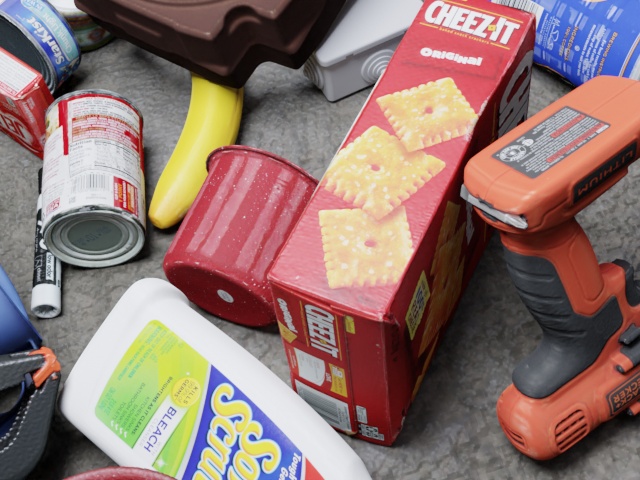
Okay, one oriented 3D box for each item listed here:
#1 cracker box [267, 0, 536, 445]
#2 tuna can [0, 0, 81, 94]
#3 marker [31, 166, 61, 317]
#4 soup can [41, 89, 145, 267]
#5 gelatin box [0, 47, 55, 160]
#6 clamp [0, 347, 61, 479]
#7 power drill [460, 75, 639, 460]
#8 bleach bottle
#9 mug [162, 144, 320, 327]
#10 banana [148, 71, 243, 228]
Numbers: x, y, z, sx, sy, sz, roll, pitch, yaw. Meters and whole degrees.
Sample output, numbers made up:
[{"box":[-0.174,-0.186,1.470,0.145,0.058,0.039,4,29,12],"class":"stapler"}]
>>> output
[{"box":[0.054,-0.010,0.612,0.072,0.164,0.213,21,61,18],"class":"cracker box"},{"box":[-0.219,-0.149,0.789,0.086,0.086,0.033,26,61,22],"class":"tuna can"},{"box":[-0.185,-0.003,0.726,0.020,0.020,0.121,-9,56,1],"class":"marker"},{"box":[-0.152,-0.042,0.718,0.068,0.068,0.102,-9,56,1],"class":"soup can"},{"box":[-0.225,-0.104,0.766,0.089,0.073,0.030,33,67,24],"class":"gelatin box"},{"box":[-0.204,0.132,0.587,0.171,0.120,0.039,-36,22,-12],"class":"clamp"},{"box":[0.160,0.010,0.576,0.184,0.187,0.057,-34,34,-16],"class":"power drill"},{"box":[-0.025,0.126,0.586,0.251,0.068,0.102,32,85,23],"class":"bleach bottle"},{"box":[-0.054,0.001,0.673,0.117,0.093,0.081,-1,55,44],"class":"mug"},{"box":[-0.088,-0.094,0.767,0.070,0.037,0.198,-16,54,14],"class":"banana"}]
